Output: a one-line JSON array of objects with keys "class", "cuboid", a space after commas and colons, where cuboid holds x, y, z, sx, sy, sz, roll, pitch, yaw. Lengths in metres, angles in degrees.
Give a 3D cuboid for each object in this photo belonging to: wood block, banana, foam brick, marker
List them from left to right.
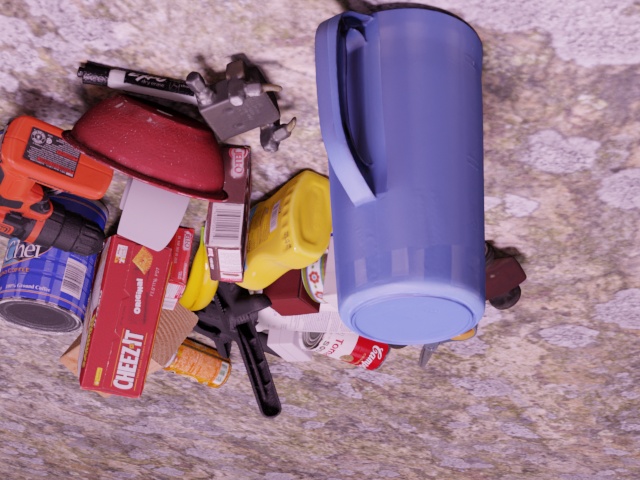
[{"class": "wood block", "cuboid": [-0.263, 0.136, 1.452, 0.090, 0.090, 0.206, 43, 144, -12]}, {"class": "marker", "cuboid": [-0.158, -0.139, 0.959, 0.121, 0.020, 0.020, 11, 154, -7]}, {"class": "banana", "cuboid": [-0.147, 0.049, 1.288, 0.037, 0.069, 0.198, 11, 156, -13]}, {"class": "foam brick", "cuboid": [-0.031, 0.043, 1.238, 0.051, 0.078, 0.053, -8, 151, 26]}]

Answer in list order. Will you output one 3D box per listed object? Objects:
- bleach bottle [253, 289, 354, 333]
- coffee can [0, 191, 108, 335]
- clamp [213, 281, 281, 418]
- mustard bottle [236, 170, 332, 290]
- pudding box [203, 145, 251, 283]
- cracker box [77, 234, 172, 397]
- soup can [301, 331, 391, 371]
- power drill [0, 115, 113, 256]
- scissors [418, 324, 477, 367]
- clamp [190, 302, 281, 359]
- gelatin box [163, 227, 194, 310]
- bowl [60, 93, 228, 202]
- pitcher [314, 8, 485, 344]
[{"class": "bleach bottle", "cuboid": [0.041, 0.082, 1.321, 0.250, 0.068, 0.103, 6, 154, -3]}, {"class": "coffee can", "cuboid": [-0.302, 0.023, 1.196, 0.103, 0.140, 0.103, 6, 155, 3]}, {"class": "clamp", "cuboid": [-0.091, 0.083, 1.243, 0.036, 0.210, 0.164, -13, 129, -17]}, {"class": "mustard bottle", "cuboid": [-0.057, 0.002, 1.137, 0.058, 0.096, 0.192, 21, 152, -27]}, {"class": "pudding box", "cuboid": [-0.090, -0.026, 1.070, 0.039, 0.113, 0.090, 5, 156, 1]}, {"class": "cracker box", "cuboid": [-0.223, 0.081, 1.198, 0.072, 0.164, 0.214, 12, 176, -14]}, {"class": "soup can", "cuboid": [0.035, 0.126, 1.406, 0.102, 0.068, 0.069, 21, 151, -25]}, {"class": "power drill", "cuboid": [-0.275, -0.046, 1.060, 0.184, 0.057, 0.188, 21, 151, -26]}, {"class": "scissors", "cuboid": [0.170, 0.140, 1.458, 0.096, 0.016, 0.201, 1, 154, 13]}, {"class": "clamp", "cuboid": [-0.122, 0.126, 1.481, 0.120, 0.039, 0.171, -6, 151, 24]}, {"class": "gelatin box", "cuboid": [-0.173, 0.033, 1.262, 0.030, 0.073, 0.089, 12, 153, -13]}, {"class": "bowl", "cuboid": [-0.149, -0.091, 0.966, 0.162, 0.055, 0.162, 22, -170, -4]}, {"class": "pitcher", "cuboid": [0.060, -0.052, 0.821, 0.149, 0.243, 0.145, 4, 152, -8]}]
